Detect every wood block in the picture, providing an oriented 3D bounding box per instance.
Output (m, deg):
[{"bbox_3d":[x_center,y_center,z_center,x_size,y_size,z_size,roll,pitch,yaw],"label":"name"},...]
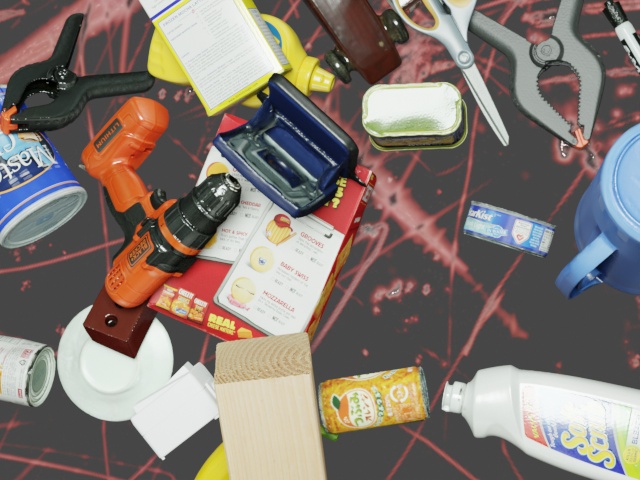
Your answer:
[{"bbox_3d":[-0.042,0.203,1.026,0.091,0.090,0.206,-7,111,0],"label":"wood block"}]

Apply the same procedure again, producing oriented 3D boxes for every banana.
[{"bbox_3d":[-0.078,0.233,1.100,0.198,0.037,0.069,-37,82,6],"label":"banana"}]

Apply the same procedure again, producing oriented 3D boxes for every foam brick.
[{"bbox_3d":[-0.203,0.073,1.108,0.053,0.051,0.078,20,68,9],"label":"foam brick"}]

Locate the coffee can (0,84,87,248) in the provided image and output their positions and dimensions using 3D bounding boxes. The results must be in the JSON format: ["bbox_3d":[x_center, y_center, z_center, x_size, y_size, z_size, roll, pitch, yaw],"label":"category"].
[{"bbox_3d":[-0.326,-0.077,1.121,0.103,0.102,0.140,-36,83,6],"label":"coffee can"}]

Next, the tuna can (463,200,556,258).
[{"bbox_3d":[0.184,-0.010,1.041,0.086,0.086,0.034,18,92,10],"label":"tuna can"}]

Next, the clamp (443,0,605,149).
[{"bbox_3d":[0.215,-0.188,1.067,0.165,0.036,0.210,-14,86,14],"label":"clamp"}]

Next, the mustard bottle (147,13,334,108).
[{"bbox_3d":[-0.077,-0.189,1.106,0.192,0.058,0.096,18,92,9],"label":"mustard bottle"}]

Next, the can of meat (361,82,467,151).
[{"bbox_3d":[0.094,-0.123,1.061,0.102,0.084,0.057,-2,87,10],"label":"can of meat"}]

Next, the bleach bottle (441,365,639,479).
[{"bbox_3d":[0.243,0.184,1.036,0.251,0.068,0.102,10,89,12],"label":"bleach bottle"}]

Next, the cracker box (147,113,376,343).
[{"bbox_3d":[-0.057,0.001,1.089,0.164,0.072,0.214,22,91,9],"label":"cracker box"}]

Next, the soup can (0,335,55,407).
[{"bbox_3d":[-0.342,0.135,1.134,0.102,0.068,0.068,10,89,9],"label":"soup can"}]

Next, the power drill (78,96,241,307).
[{"bbox_3d":[-0.165,-0.052,1.062,0.185,0.057,0.188,-41,52,24],"label":"power drill"}]

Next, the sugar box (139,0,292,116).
[{"bbox_3d":[-0.113,-0.220,1.051,0.093,0.048,0.176,-29,92,17],"label":"sugar box"}]

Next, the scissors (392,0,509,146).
[{"bbox_3d":[0.152,-0.199,1.059,0.096,0.016,0.202,-42,89,8],"label":"scissors"}]

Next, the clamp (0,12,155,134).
[{"bbox_3d":[-0.272,-0.172,1.113,0.171,0.039,0.120,-33,68,-34],"label":"clamp"}]
